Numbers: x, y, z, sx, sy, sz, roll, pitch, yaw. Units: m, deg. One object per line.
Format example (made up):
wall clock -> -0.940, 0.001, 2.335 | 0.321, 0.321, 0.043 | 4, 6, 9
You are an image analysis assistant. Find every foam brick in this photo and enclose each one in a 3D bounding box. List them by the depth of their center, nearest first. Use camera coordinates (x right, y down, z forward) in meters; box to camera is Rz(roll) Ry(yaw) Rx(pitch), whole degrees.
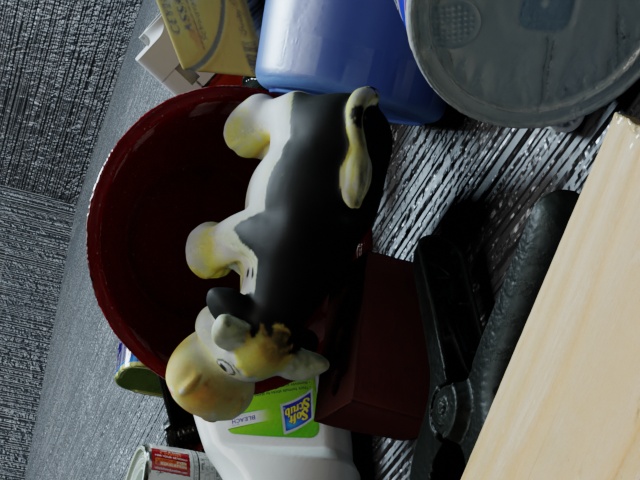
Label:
foam brick -> 0.032, 0.054, 0.524 | 0.053, 0.051, 0.078 | 138, 143, -61

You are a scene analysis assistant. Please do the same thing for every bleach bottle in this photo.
bleach bottle -> -0.037, 0.085, 0.615 | 0.068, 0.102, 0.251 | 71, -173, -53

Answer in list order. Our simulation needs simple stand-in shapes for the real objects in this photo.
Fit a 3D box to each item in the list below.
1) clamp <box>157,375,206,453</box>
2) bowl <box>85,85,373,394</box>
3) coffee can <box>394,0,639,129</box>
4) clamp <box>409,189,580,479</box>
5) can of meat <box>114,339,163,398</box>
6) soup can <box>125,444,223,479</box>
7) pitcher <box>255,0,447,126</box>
clamp -> -0.107, 0.143, 0.842 | 0.210, 0.036, 0.164 | 121, 135, -76
bowl -> -0.054, 0.001, 0.573 | 0.055, 0.161, 0.162 | -3, 73, 62
coffee can -> 0.075, -0.124, 0.444 | 0.140, 0.102, 0.103 | -100, 29, -55
clamp -> 0.068, 0.063, 0.424 | 0.120, 0.039, 0.171 | 131, 143, -65
can of meat -> -0.124, 0.089, 0.922 | 0.058, 0.102, 0.084 | 126, 151, -51
soup can -> -0.071, 0.171, 0.675 | 0.069, 0.102, 0.068 | -166, 90, -73
pitcher -> 0.040, -0.191, 0.595 | 0.145, 0.149, 0.243 | 16, 95, 42
